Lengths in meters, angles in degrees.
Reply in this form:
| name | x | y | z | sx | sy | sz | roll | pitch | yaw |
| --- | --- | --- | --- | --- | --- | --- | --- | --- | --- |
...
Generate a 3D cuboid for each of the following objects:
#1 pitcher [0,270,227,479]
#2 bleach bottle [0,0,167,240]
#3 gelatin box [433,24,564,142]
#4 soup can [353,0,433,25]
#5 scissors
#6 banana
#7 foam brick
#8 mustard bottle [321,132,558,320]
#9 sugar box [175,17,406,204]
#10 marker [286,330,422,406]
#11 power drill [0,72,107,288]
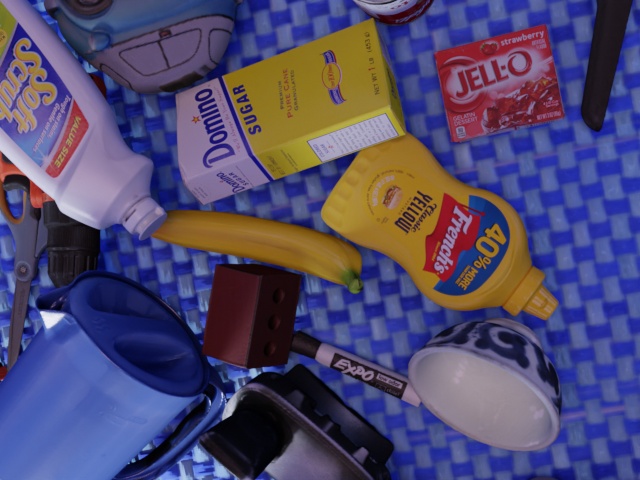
| name | x | y | z | sx | sy | sz | roll | pitch | yaw |
| --- | --- | --- | --- | --- | --- | --- | --- | --- | --- |
| pitcher | -0.203 | 0.156 | 0.870 | 0.149 | 0.144 | 0.243 | 46 | 109 | 11 |
| bleach bottle | -0.209 | -0.104 | 0.829 | 0.102 | 0.068 | 0.251 | -45 | 83 | -1 |
| gelatin box | 0.138 | -0.121 | 0.830 | 0.089 | 0.030 | 0.073 | -12 | 91 | 12 |
| soup can | 0.051 | -0.204 | 0.807 | 0.068 | 0.102 | 0.068 | 1 | 93 | 12 |
| scissors | -0.238 | 0.016 | 0.925 | 0.096 | 0.016 | 0.202 | -5 | 93 | 12 |
| banana | -0.045 | 0.002 | 0.857 | 0.198 | 0.069 | 0.037 | 13 | 96 | 21 |
| foam brick | -0.056 | 0.060 | 0.862 | 0.051 | 0.052 | 0.078 | 13 | 97 | 36 |
| mustard bottle | 0.101 | -0.001 | 0.830 | 0.192 | 0.058 | 0.096 | 36 | 94 | 7 |
| sugar box | -0.027 | -0.100 | 0.834 | 0.176 | 0.048 | 0.093 | -17 | 56 | 14 |
| marker | 0.028 | 0.103 | 0.872 | 0.121 | 0.020 | 0.020 | 23 | 98 | 10 |
| power drill | -0.268 | -0.048 | 0.887 | 0.187 | 0.057 | 0.184 | 1 | 82 | 5 |
